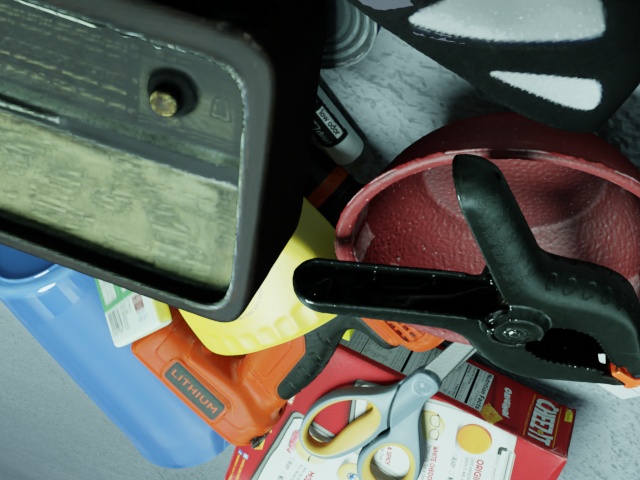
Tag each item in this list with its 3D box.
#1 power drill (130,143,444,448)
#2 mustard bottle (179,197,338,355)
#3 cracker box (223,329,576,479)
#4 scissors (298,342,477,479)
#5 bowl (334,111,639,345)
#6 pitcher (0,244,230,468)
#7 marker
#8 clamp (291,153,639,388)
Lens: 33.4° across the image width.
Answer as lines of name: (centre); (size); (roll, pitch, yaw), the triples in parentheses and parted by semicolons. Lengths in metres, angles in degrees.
power drill: (-0.034, 0.027, 0.628); (0.184, 0.057, 0.188); (44, 127, -2)
mustard bottle: (-0.066, -0.034, 0.530); (0.096, 0.058, 0.191); (-20, 113, 35)
cracker box: (0.054, 0.150, 0.779); (0.214, 0.072, 0.164); (25, 122, 8)
scissors: (0.074, 0.110, 0.700); (0.202, 0.016, 0.096); (-29, 103, 29)
bowl: (0.090, -0.010, 0.504); (0.162, 0.055, 0.162); (7, 145, 5)
pitcher: (-0.160, 0.066, 0.855); (0.149, 0.145, 0.242); (-21, 134, 14)
marker: (-0.015, -0.083, 0.537); (0.020, 0.020, 0.121); (4, 147, 41)
clamp: (0.086, 0.020, 0.465); (0.171, 0.039, 0.120); (18, 150, -21)
